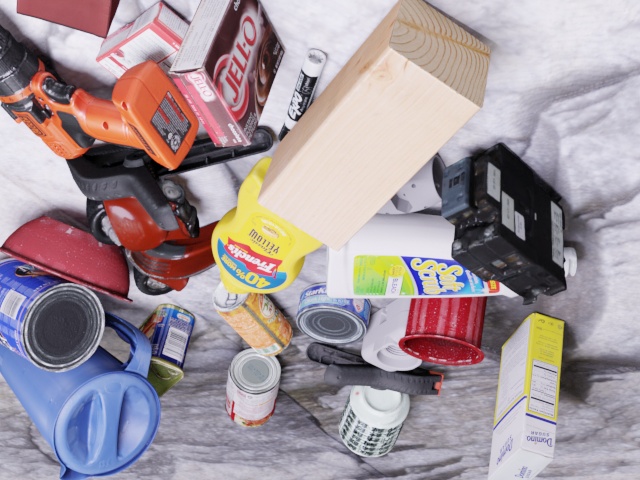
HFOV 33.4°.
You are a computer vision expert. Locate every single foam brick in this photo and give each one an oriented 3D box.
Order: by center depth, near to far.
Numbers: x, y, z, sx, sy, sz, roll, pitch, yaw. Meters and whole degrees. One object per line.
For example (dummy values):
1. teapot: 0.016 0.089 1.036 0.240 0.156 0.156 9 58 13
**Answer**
1. foam brick: -0.205 -0.211 0.881 0.078 0.053 0.051 15 145 -7

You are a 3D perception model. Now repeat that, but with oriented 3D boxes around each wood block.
1. wood block: 0.042 -0.096 0.907 0.090 0.090 0.206 32 132 -13

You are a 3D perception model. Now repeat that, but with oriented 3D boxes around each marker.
1. marker: -0.018 -0.127 0.974 0.020 0.020 0.121 16 144 -6

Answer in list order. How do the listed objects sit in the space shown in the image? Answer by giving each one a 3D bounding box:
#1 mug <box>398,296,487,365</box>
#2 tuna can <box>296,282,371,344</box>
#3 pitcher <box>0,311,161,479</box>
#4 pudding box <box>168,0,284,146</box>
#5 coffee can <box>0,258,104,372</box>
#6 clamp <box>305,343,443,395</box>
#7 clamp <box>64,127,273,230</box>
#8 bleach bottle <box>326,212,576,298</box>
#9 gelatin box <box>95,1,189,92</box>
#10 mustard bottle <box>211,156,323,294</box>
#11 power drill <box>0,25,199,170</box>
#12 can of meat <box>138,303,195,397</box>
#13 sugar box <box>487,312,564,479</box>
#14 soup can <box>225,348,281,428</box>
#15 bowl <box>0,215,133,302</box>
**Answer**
1. mug: 0.141 0.087 1.163 0.093 0.081 0.117 0 155 26
2. tuna can: 0.015 0.087 1.246 0.086 0.033 0.086 8 144 5
3. pitcher: -0.299 0.166 1.298 0.243 0.149 0.145 29 134 50
4. pudding box: -0.075 -0.147 0.880 0.039 0.113 0.090 -2 143 24
5. coffee can: -0.329 0.084 1.234 0.141 0.102 0.102 16 157 48
6. clamp: 0.064 0.160 1.312 0.171 0.039 0.120 13 -169 -23
7. clamp: -0.169 -0.062 1.013 0.210 0.164 0.036 2 123 28
8. bleach bottle: 0.132 0.014 1.077 0.251 0.068 0.102 1 139 -1
9. gelatin box: -0.145 -0.164 0.948 0.089 0.030 0.073 -21 134 41
10. mustard bottle: -0.057 0.002 1.060 0.096 0.058 0.192 34 141 -4
11. power drill: -0.214 -0.131 0.954 0.188 0.057 0.184 13 156 31
12. can of meat: -0.202 0.138 1.335 0.057 0.084 0.102 26 142 -19
13. sugar box: 0.230 0.177 1.188 0.048 0.176 0.093 16 144 -7
14. soup can: -0.088 0.193 1.393 0.068 0.068 0.102 11 144 0
15. bowl: -0.273 0.015 1.176 0.162 0.055 0.162 22 175 2
